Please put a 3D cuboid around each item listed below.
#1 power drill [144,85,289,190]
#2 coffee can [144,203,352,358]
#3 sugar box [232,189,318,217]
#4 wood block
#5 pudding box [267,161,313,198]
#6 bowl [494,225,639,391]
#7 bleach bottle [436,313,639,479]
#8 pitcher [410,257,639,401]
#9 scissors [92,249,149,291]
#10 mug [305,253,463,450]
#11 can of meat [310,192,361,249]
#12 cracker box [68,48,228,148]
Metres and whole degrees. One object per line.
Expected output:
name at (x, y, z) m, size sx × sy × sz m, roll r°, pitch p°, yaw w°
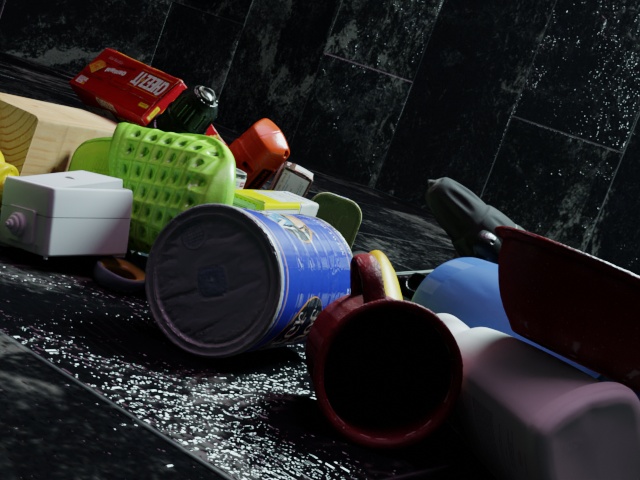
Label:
power drill at (-0.118, -0.085, 1.068) m, size 0.187 × 0.185 × 0.057 m, roll -6°, pitch 59°, yaw -52°
coffee can at (-0.046, 0.028, 0.767) m, size 0.103 × 0.103 × 0.140 m, roll 23°, pitch 7°, yaw 22°
sugar box at (-0.057, 0.001, 0.987) m, size 0.048 × 0.093 × 0.176 m, roll 22°, pitch 6°, yaw 11°
wood block at (-0.271, -0.086, 1.062) m, size 0.090 × 0.091 × 0.205 m, roll 22°, pitch 7°, yaw 16°
pudding box at (-0.047, -0.027, 1.145) m, size 0.039 × 0.113 × 0.090 m, roll 25°, pitch 7°, yaw -4°
bowl at (0.168, 0.049, 0.640) m, size 0.162 × 0.055 × 0.162 m, roll 25°, pitch -1°, yaw 0°
bleach bottle at (0.113, 0.098, 0.686) m, size 0.068 × 0.102 × 0.251 m, roll -20°, pitch 20°, yaw -13°
pitcher at (0.182, 0.094, 0.828) m, size 0.243 × 0.145 × 0.149 m, roll 26°, pitch -29°, yaw 57°
scissors at (-0.163, 0.016, 0.885) m, size 0.096 × 0.016 × 0.202 m, roll 15°, pitch 8°, yaw -36°
mug at (0.033, 0.066, 0.681) m, size 0.093 × 0.117 × 0.081 m, roll -11°, pitch 7°, yaw -8°
can of meat at (0.005, -0.001, 1.150) m, size 0.057 × 0.102 × 0.084 m, roll 19°, pitch 5°, yaw -1°
cracker box at (-0.173, -0.112, 1.242) m, size 0.164 × 0.072 × 0.213 m, roll 27°, pitch -21°, yaw 43°
